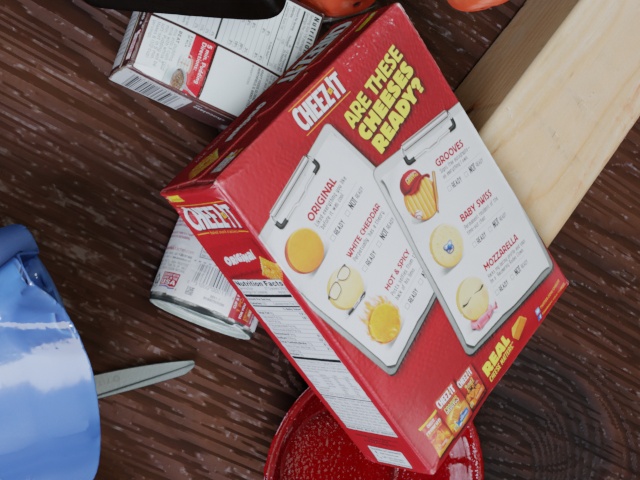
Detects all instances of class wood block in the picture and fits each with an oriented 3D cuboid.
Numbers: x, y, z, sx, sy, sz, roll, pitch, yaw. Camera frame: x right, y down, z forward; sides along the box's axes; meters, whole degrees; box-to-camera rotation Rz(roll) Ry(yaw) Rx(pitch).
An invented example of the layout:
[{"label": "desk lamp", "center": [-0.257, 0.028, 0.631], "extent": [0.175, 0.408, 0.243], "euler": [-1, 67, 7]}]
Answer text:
[{"label": "wood block", "center": [0.156, -0.095, 0.745], "extent": [0.090, 0.091, 0.206], "euler": [45, 70, -18]}]

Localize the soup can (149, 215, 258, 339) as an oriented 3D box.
[{"label": "soup can", "center": [-0.054, 0.001, 0.645], "extent": [0.068, 0.069, 0.102], "euler": [26, 77, -24]}]

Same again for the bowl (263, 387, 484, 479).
[{"label": "bowl", "center": [0.025, 0.154, 0.687], "extent": [0.161, 0.055, 0.162], "euler": [1, 88, -27]}]

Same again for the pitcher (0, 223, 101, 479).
[{"label": "pitcher", "center": [-0.231, 0.088, 0.470], "extent": [0.242, 0.145, 0.149], "euler": [-14, 106, -31]}]

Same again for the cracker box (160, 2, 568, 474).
[{"label": "cracker box", "center": [0.034, 0.001, 0.619], "extent": [0.164, 0.072, 0.213], "euler": [-48, 114, -29]}]

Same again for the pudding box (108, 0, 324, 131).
[{"label": "pudding box", "center": [-0.062, -0.120, 0.663], "extent": [0.113, 0.039, 0.090], "euler": [23, 77, -27]}]
